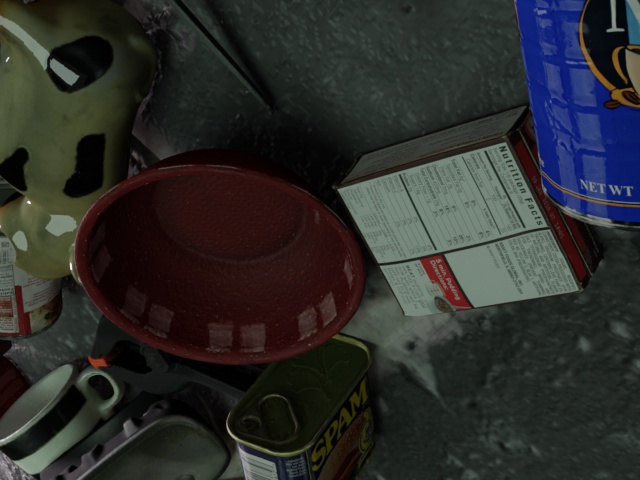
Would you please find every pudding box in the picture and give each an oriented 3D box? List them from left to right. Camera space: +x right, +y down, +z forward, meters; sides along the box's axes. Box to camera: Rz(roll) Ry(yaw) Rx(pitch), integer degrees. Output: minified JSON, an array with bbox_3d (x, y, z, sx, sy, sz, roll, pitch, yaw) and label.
[{"bbox_3d":[0.074,-0.011,0.542,0.114,0.039,0.090,-14,113,40],"label":"pudding box"}]

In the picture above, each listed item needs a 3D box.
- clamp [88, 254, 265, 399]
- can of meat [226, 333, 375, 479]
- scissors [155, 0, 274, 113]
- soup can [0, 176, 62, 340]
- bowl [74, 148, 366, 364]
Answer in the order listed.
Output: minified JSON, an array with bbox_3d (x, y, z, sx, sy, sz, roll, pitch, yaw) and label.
[{"bbox_3d":[-0.095,0.077,0.734,0.172,0.039,0.120,-22,103,49],"label":"clamp"},{"bbox_3d":[-0.007,0.120,0.657,0.058,0.102,0.084,14,132,27],"label":"can of meat"},{"bbox_3d":[-0.087,-0.139,0.530,0.201,0.016,0.096,45,175,-10],"label":"scissors"},{"bbox_3d":[-0.217,0.011,0.748,0.068,0.068,0.102,26,134,18],"label":"soup can"},{"bbox_3d":[-0.054,0.001,0.606,0.162,0.055,0.162,2,135,2],"label":"bowl"}]
